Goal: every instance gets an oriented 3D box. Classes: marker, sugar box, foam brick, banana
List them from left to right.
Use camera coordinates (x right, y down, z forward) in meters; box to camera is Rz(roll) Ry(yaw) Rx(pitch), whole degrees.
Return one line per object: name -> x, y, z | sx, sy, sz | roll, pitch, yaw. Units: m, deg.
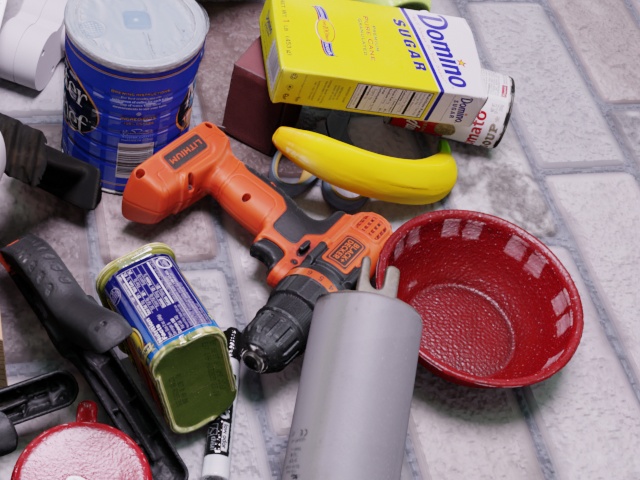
marker -> -0.067, 0.112, 0.742 | 0.020, 0.020, 0.121 | 10, 50, -7
foam brick -> -0.045, -0.122, 0.898 | 0.051, 0.078, 0.053 | 26, 48, 7
sugar box -> 0.043, -0.148, 0.865 | 0.176, 0.048, 0.093 | 3, 56, -17
banana -> 0.050, -0.059, 0.874 | 0.197, 0.037, 0.070 | 2, 34, -41

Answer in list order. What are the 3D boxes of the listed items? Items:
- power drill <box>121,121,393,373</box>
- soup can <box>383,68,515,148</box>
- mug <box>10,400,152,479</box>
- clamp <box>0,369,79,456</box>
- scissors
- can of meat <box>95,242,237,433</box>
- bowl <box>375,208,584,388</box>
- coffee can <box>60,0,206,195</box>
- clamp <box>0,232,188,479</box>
power drill -> -0.055, 0.001, 0.803 | 0.188, 0.057, 0.184 | 35, 42, 11
soup can -> 0.113, -0.125, 0.947 | 0.102, 0.069, 0.068 | 13, 50, -5
mug -> -0.145, 0.152, 0.649 | 0.093, 0.082, 0.117 | 6, 51, -10
clamp -> -0.236, 0.118, 0.634 | 0.171, 0.120, 0.039 | -17, 89, -2
scissors -> 0.029, -0.094, 0.935 | 0.096, 0.016, 0.201 | 33, 52, 10
can of meat -> -0.099, 0.067, 0.707 | 0.057, 0.102, 0.084 | -27, 52, -17
bowl -> 0.114, 0.054, 0.812 | 0.162, 0.055, 0.162 | 7, 51, -9
coffee can -> -0.148, -0.119, 0.826 | 0.102, 0.140, 0.103 | 7, 51, -9
clamp -> -0.158, 0.053, 0.693 | 0.036, 0.164, 0.210 | -31, 55, -21
